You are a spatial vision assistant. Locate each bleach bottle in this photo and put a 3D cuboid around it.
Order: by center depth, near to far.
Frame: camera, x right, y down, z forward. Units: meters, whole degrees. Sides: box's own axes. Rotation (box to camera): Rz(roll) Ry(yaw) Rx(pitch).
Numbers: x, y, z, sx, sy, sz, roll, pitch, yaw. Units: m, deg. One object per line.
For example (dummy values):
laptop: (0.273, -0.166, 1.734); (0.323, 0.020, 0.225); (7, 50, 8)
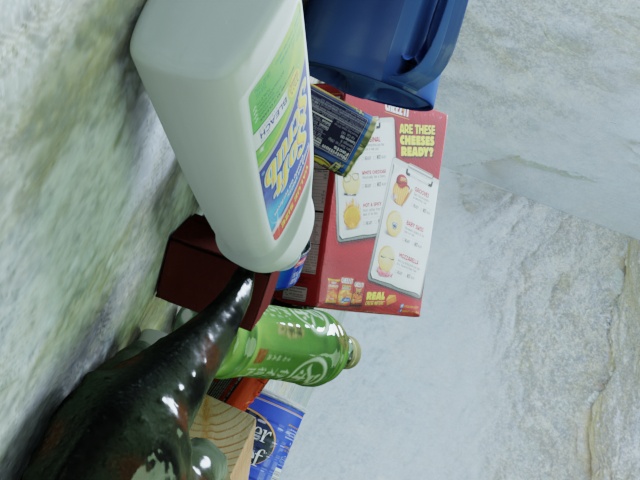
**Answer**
bleach bottle: (-0.038, -0.058, 0.625); (0.251, 0.068, 0.102); (76, 36, -61)

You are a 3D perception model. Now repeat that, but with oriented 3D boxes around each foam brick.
foam brick: (-0.071, 0.023, 0.780); (0.053, 0.078, 0.051); (-56, 165, -65)

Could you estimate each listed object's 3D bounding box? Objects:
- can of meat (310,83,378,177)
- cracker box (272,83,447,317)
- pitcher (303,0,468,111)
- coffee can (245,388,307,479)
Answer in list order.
can of meat: (-0.006, -0.092, 0.844); (0.057, 0.084, 0.102); (-62, -175, 3)
cracker box: (0.040, -0.036, 1.061); (0.163, 0.072, 0.214); (9, 88, -47)
pitcher: (0.073, -0.237, 0.898); (0.145, 0.149, 0.243); (14, 94, -74)
coffee can: (-0.090, 0.253, 1.314); (0.103, 0.103, 0.140); (86, 26, -76)
